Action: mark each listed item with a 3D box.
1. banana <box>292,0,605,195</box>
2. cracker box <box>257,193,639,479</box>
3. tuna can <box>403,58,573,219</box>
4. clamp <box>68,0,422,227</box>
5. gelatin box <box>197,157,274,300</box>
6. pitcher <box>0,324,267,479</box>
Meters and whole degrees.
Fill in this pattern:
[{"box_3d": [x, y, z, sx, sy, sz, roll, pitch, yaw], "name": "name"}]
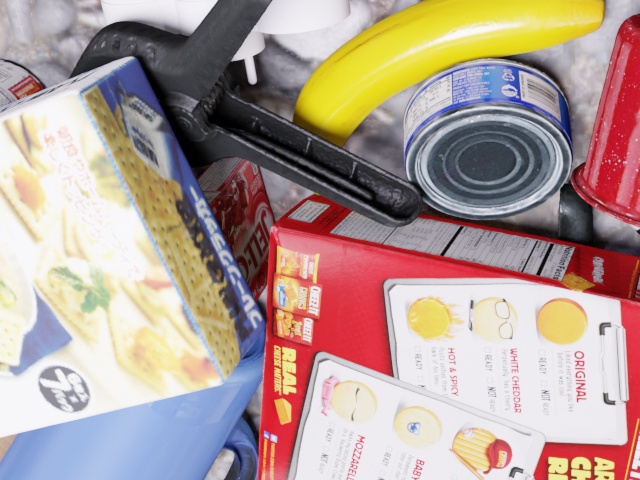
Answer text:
[{"box_3d": [0.048, -0.089, 0.559, 0.069, 0.037, 0.198, 34, 132, -31], "name": "banana"}, {"box_3d": [0.078, 0.076, 0.569, 0.214, 0.072, 0.164, 12, 115, 17], "name": "cracker box"}, {"box_3d": [0.085, -0.049, 0.545, 0.086, 0.033, 0.086, 3, 140, 2], "name": "tuna can"}, {"box_3d": [-0.061, -0.078, 0.538, 0.210, 0.036, 0.164, 12, 147, 31], "name": "clamp"}, {"box_3d": [-0.054, 0.001, 0.616, 0.030, 0.089, 0.073, -5, 117, 23], "name": "gelatin box"}, {"box_3d": [-0.121, 0.134, 0.698, 0.145, 0.149, 0.243, 41, 118, 14], "name": "pitcher"}]
